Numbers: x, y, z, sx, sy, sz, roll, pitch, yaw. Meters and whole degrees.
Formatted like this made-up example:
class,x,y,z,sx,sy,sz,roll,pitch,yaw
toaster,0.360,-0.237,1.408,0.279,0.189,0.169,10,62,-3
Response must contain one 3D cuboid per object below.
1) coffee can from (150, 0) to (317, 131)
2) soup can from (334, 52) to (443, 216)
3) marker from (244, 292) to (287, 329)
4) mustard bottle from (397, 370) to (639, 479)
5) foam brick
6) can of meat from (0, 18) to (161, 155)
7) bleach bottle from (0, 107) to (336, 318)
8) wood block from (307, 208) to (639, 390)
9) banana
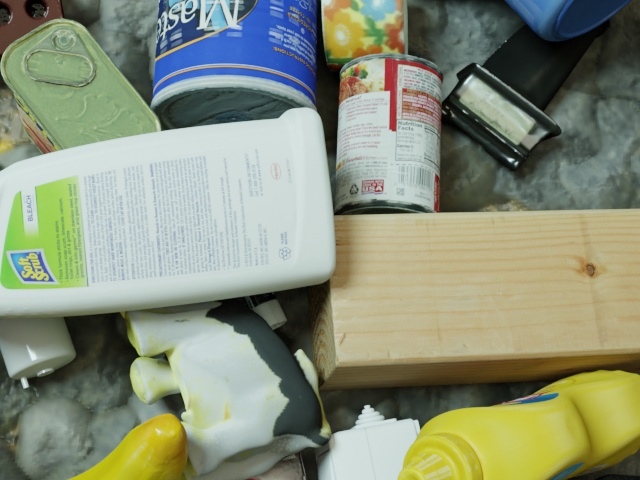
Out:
class,x,y,z,sx,sy,sz,roll,pitch,yaw
coffee can,-0.052,-0.139,0.675,0.102,0.103,0.140,3,73,-8
soup can,0.044,-0.059,0.684,0.068,0.068,0.102,5,73,-7
marker,-0.054,0.001,0.677,0.020,0.020,0.121,-23,78,-14
mustard bottle,0.104,0.114,0.579,0.191,0.096,0.058,-3,70,-50
foam brick,-0.200,-0.138,0.673,0.078,0.051,0.053,-13,93,-11
can of meat,-0.143,-0.070,0.651,0.057,0.084,0.102,-37,82,-17
bleach bottle,-0.122,-0.012,0.568,0.250,0.068,0.102,-5,85,-14
wood block,0.100,0.037,0.652,0.206,0.090,0.091,-1,73,-9
banana,-0.131,0.137,0.569,0.198,0.069,0.037,-23,54,29
